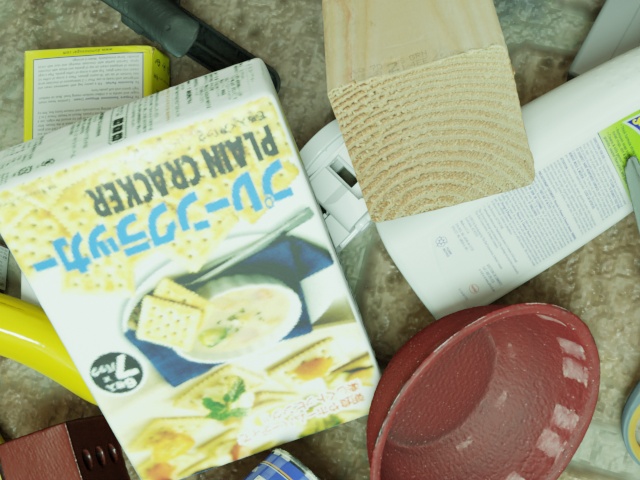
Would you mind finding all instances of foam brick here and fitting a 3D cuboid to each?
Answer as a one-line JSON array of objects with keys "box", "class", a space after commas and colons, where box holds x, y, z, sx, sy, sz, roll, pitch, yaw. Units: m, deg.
[{"box": [-0.162, 0.145, 0.680, 0.051, 0.078, 0.053, -20, 82, 8], "class": "foam brick"}]

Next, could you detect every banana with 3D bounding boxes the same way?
[{"box": [-0.211, 0.064, 0.682, 0.197, 0.037, 0.070, 12, 119, -12], "class": "banana"}]

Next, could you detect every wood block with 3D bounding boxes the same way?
[{"box": [0.054, -0.117, 0.604, 0.090, 0.091, 0.206, -14, 40, 10], "class": "wood block"}]

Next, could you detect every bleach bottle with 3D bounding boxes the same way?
[{"box": [0.158, -0.046, 0.617, 0.251, 0.102, 0.068, -30, 41, 10], "class": "bleach bottle"}]

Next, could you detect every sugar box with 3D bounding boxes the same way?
[{"box": [-0.150, -0.040, 0.716, 0.093, 0.048, 0.176, -1, 87, 11], "class": "sugar box"}]

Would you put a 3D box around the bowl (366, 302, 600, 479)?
[{"box": [0.084, 0.097, 0.620, 0.162, 0.162, 0.055, -53, 40, 1], "class": "bowl"}]

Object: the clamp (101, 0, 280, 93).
[{"box": [-0.103, -0.146, 0.704, 0.039, 0.120, 0.172, -51, 56, 4], "class": "clamp"}]
